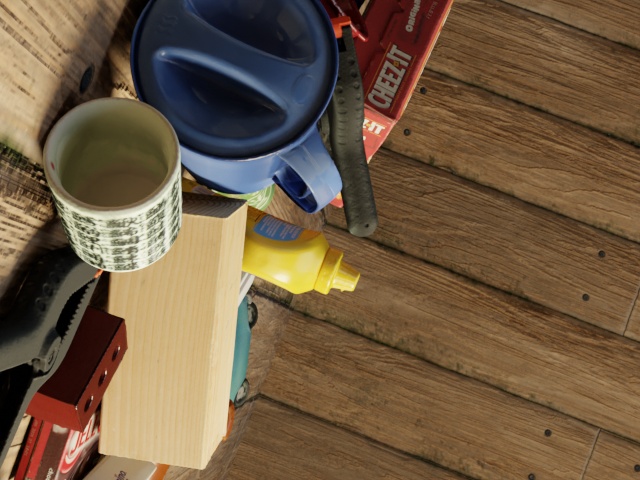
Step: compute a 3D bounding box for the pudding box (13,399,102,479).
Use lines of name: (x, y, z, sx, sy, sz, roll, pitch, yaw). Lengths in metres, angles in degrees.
pudding box: (-0.204, 0.155, 0.871, 0.113, 0.039, 0.090, -18, 128, -85)

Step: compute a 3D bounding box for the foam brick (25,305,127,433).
foam brick: (-0.180, 0.090, 0.774, 0.053, 0.051, 0.078, 103, 9, -59)

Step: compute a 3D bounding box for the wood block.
wood block: (-0.120, 0.069, 0.872, 0.090, 0.091, 0.206, -55, 152, -76)

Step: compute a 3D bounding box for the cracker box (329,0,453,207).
cracker box: (0.045, -0.145, 1.005, 0.214, 0.072, 0.164, 125, -10, -69)

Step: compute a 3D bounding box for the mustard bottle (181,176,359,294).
mustard bottle: (-0.056, 0.002, 0.952, 0.096, 0.191, 0.058, -48, 159, -77)

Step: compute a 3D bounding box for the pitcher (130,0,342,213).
pitcher: (-0.056, -0.095, 0.790, 0.243, 0.145, 0.149, 120, -24, -83)

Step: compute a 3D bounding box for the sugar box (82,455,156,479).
sugar box: (-0.213, 0.261, 0.915, 0.176, 0.048, 0.093, -53, 177, 27)

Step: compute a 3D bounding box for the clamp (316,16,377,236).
clamp: (0.012, -0.100, 0.843, 0.120, 0.039, 0.171, -130, -150, -55)

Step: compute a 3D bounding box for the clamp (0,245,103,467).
clamp: (-0.186, 0.065, 0.669, 0.165, 0.036, 0.209, 107, 4, -46)
